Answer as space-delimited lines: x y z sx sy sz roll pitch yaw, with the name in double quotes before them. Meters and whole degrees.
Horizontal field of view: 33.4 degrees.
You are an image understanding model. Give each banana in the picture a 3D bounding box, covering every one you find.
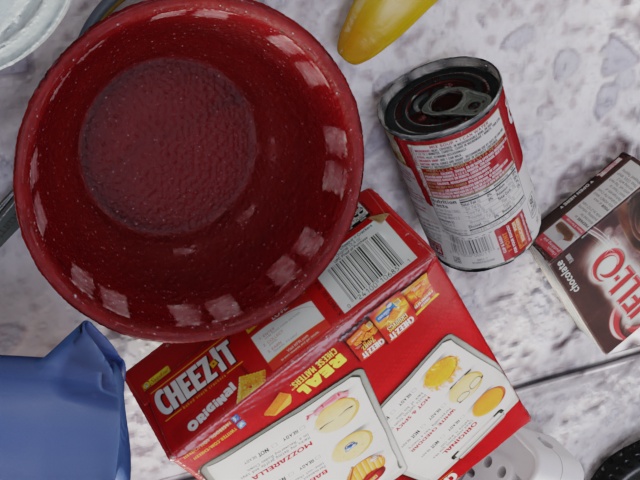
"banana" 0.092 -0.155 0.548 0.197 0.037 0.069 -26 125 -12

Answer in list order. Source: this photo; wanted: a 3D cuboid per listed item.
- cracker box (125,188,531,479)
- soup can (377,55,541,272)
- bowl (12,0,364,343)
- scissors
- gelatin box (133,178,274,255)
"cracker box" 0.015 0.090 0.608 0.164 0.072 0.213 -38 141 -1
"soup can" 0.079 -0.040 0.589 0.068 0.069 0.102 -32 128 -8
"bowl" -0.063 -0.036 0.496 0.161 0.055 0.162 -8 112 -20
"scissors" -0.111 -0.035 0.528 0.096 0.016 0.202 22 106 -35
"gelatin box" -0.054 0.001 0.569 0.089 0.030 0.073 -15 122 -19
